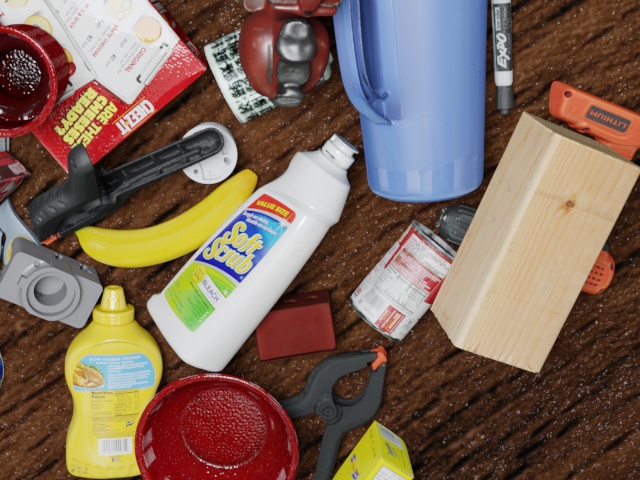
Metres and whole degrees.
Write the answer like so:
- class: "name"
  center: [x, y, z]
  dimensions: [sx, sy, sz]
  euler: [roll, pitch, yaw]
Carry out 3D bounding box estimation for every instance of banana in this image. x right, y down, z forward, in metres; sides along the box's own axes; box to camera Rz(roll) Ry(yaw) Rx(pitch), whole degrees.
- class: "banana"
  center: [-0.151, -0.014, 1.042]
  dimensions: [0.198, 0.037, 0.069]
  euler: [-14, 104, 2]

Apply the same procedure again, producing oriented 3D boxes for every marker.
- class: "marker"
  center: [0.174, -0.181, 1.019]
  dimensions: [0.020, 0.020, 0.121]
  euler: [-5, 104, 0]

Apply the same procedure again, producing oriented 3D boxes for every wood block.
- class: "wood block"
  center: [0.191, 0.002, 0.966]
  dimensions: [0.090, 0.090, 0.206]
  euler: [19, 106, -16]

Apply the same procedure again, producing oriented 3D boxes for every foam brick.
- class: "foam brick"
  center: [-0.026, 0.084, 1.062]
  dimensions: [0.078, 0.053, 0.051]
  euler: [-10, 104, 0]

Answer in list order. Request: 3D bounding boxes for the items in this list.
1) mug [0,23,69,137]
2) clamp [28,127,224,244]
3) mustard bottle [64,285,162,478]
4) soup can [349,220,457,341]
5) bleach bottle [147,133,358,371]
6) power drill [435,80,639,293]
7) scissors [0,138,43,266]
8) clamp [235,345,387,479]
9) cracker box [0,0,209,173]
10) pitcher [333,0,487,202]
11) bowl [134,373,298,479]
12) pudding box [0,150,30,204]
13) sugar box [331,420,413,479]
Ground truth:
- class: "mug"
  center: [-0.269, -0.151, 0.909]
  dimensions: [0.093, 0.081, 0.117]
  euler: [-29, 105, 8]
- class: "clamp"
  center: [-0.207, -0.046, 0.960]
  dimensions: [0.210, 0.164, 0.036]
  euler: [-27, 80, 34]
- class: "mustard bottle"
  center: [-0.206, 0.139, 1.067]
  dimensions: [0.096, 0.058, 0.192]
  euler: [-1, 104, -12]
- class: "soup can"
  center: [0.085, 0.040, 1.046]
  dimensions: [0.068, 0.068, 0.102]
  euler: [37, 100, -10]
- class: "bleach bottle"
  center: [-0.057, 0.001, 1.008]
  dimensions: [0.068, 0.103, 0.251]
  euler: [24, 109, -47]
- class: "power drill"
  center: [0.224, -0.054, 1.033]
  dimensions: [0.184, 0.057, 0.188]
  euler: [19, 105, -10]
- class: "scissors"
  center: [-0.297, -0.039, 1.044]
  dimensions: [0.096, 0.016, 0.202]
  euler: [21, 102, -8]
- class: "clamp"
  center: [0.011, 0.181, 1.094]
  dimensions: [0.171, 0.039, 0.120]
  euler: [-37, 103, 11]
- class: "cracker box"
  center: [-0.232, -0.192, 0.979]
  dimensions: [0.164, 0.072, 0.213]
  euler: [-38, 103, 9]
- class: "pitcher"
  center: [0.083, -0.160, 0.962]
  dimensions: [0.149, 0.145, 0.243]
  euler: [-6, 107, -4]
- class: "bowl"
  center: [-0.100, 0.197, 1.060]
  dimensions: [0.162, 0.055, 0.162]
  euler: [1, 105, 4]
- class: "pudding box"
  center: [-0.333, -0.032, 0.990]
  dimensions: [0.113, 0.090, 0.039]
  euler: [-40, 91, 12]
- class: "sugar box"
  center: [0.024, 0.278, 1.090]
  dimensions: [0.048, 0.093, 0.176]
  euler: [35, 100, -9]
